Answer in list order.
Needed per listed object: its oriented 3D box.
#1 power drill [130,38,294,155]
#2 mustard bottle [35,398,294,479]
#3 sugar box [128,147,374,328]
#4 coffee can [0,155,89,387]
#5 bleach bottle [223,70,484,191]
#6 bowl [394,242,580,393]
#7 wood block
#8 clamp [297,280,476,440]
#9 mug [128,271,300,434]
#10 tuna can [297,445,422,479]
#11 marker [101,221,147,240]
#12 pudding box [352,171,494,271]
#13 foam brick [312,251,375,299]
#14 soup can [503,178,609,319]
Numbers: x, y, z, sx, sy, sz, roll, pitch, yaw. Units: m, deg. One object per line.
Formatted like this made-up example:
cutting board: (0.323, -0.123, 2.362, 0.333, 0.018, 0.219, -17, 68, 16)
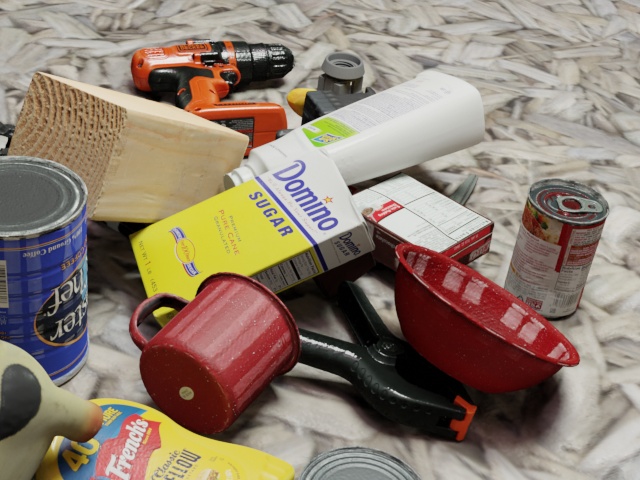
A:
power drill: (-0.096, -0.156, 1.130, 0.184, 0.057, 0.188, -8, 34, -16)
mustard bottle: (-0.119, 0.148, 0.676, 0.192, 0.058, 0.096, 19, 40, 16)
sugar box: (-0.056, 0.001, 0.844, 0.176, 0.048, 0.093, -27, 51, 1)
coffee can: (-0.218, 0.025, 0.762, 0.102, 0.140, 0.103, 5, 34, -4)
bleach bottle: (0.025, -0.088, 0.982, 0.250, 0.068, 0.103, -21, 27, -23)
bowl: (0.114, 0.067, 0.811, 0.162, 0.055, 0.162, 29, 14, -8)
wood block: (-0.154, -0.069, 0.882, 0.091, 0.090, 0.205, 22, 7, 20)
clamp: (0.047, 0.088, 0.816, 0.171, 0.039, 0.120, 30, 38, 17)
mug: (-0.084, 0.076, 0.759, 0.117, 0.093, 0.081, 30, 44, 14)
tuna can: (0.025, 0.175, 0.688, 0.086, 0.034, 0.086, 5, 34, -4)
marker: (-0.196, -0.028, 0.952, 0.121, 0.020, 0.020, 29, 40, 29)
pudding box: (0.082, -0.011, 0.938, 0.114, 0.039, 0.089, 34, 41, 32)
foam brick: (0.003, -0.002, 0.895, 0.051, 0.053, 0.078, -33, 63, -6)
soup can: (0.199, 0.008, 0.906, 0.068, 0.102, 0.068, 5, 34, -4)
